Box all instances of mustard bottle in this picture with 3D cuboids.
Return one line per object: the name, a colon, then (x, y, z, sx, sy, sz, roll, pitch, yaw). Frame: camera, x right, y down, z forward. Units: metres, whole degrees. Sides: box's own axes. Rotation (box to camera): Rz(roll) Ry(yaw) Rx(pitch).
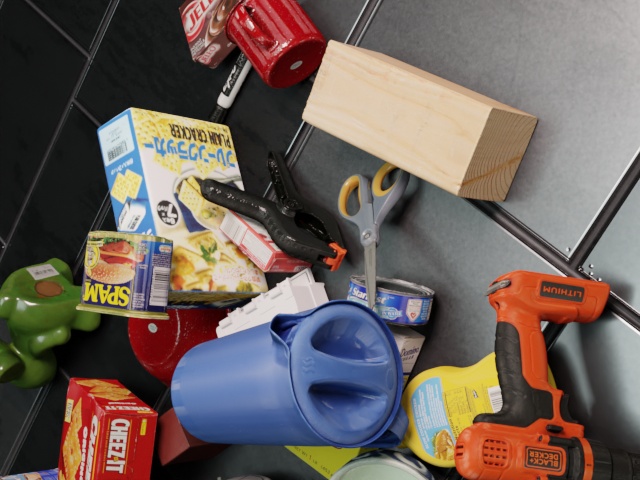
mustard bottle: (0.133, 0.166, 1.026, 0.192, 0.058, 0.096, -22, 79, 36)

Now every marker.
marker: (-0.101, -0.188, 1.263, 0.020, 0.020, 0.121, 43, 113, 32)

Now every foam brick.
foam brick: (-0.149, 0.224, 1.238, 0.051, 0.078, 0.053, -39, 64, 32)

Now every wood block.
wood block: (0.094, -0.120, 1.056, 0.206, 0.090, 0.090, 30, 107, 36)

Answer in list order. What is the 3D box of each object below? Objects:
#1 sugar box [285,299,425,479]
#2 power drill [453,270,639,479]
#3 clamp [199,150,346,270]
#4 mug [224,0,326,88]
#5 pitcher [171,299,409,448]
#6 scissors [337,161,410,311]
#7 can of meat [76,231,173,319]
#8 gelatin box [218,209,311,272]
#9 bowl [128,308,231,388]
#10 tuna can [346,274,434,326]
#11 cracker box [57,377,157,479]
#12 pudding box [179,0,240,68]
sugar box: (0.034, 0.159, 1.115, 0.093, 0.048, 0.176, 28, 106, 36)
power drill: (0.210, 0.127, 0.927, 0.057, 0.184, 0.187, 134, 144, -67)
clamp: (-0.047, -0.028, 1.153, 0.172, 0.120, 0.039, 47, 142, 28)
mug: (-0.052, -0.224, 1.167, 0.093, 0.117, 0.081, -41, 68, 15)
pitcher: (-0.036, 0.147, 1.048, 0.243, 0.144, 0.149, -17, 84, 51)
scissors: (0.063, -0.018, 1.065, 0.096, 0.016, 0.202, -40, 33, 14)
can of meat: (-0.200, 0.035, 1.101, 0.102, 0.057, 0.084, 4, 87, 38)
gelatin box: (-0.058, 0.002, 1.181, 0.089, 0.073, 0.030, 41, 113, 32)
bowl: (-0.182, 0.103, 1.287, 0.162, 0.055, 0.162, -3, 85, 39)
tuna can: (0.069, 0.060, 1.067, 0.086, 0.085, 0.034, 16, 98, 38)
cracker box: (-0.260, 0.263, 1.275, 0.214, 0.072, 0.164, -171, 87, -68)
pudding box: (-0.114, -0.273, 1.258, 0.114, 0.039, 0.090, -39, 53, 29)
